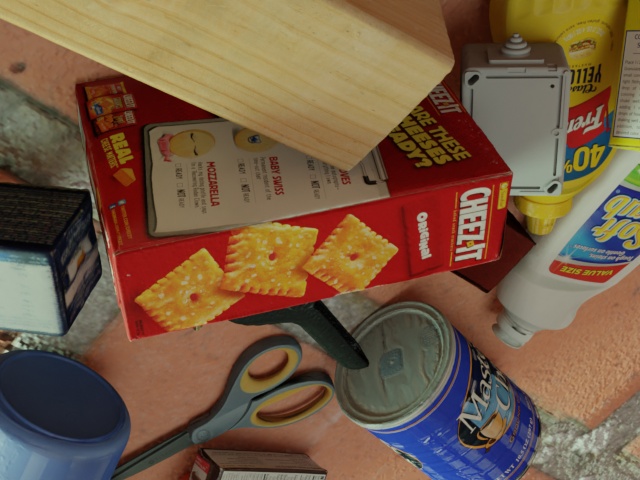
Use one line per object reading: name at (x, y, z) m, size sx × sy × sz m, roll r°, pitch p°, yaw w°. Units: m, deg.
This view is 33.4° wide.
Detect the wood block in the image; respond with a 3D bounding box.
wood block at (-0.048, -0.124, 0.505) m, size 0.205 × 0.091 × 0.090 m, roll 21°, pitch 134°, yaw -29°

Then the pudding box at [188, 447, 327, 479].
pudding box at (-0.057, 0.214, 0.844) m, size 0.113 × 0.039 × 0.090 m, roll 13°, pitch 97°, yaw -42°

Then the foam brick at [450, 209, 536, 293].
foam brick at (0.101, -0.009, 0.757) m, size 0.078 × 0.053 × 0.051 m, roll 28°, pitch 111°, yaw -35°

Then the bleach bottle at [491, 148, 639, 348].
bleach bottle at (0.216, -0.017, 0.787) m, size 0.102 × 0.068 × 0.251 m, roll 21°, pitch 117°, yaw -25°

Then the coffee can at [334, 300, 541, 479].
coffee can at (0.092, 0.125, 0.819) m, size 0.103 × 0.103 × 0.140 m, roll -40°, pitch 129°, yaw 10°

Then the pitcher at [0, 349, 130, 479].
pitcher at (-0.219, 0.200, 0.750) m, size 0.145 × 0.149 × 0.243 m, roll 31°, pitch 111°, yaw 2°

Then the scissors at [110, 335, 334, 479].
scissors at (-0.087, 0.129, 0.812) m, size 0.201 × 0.016 × 0.096 m, roll -16°, pitch 127°, yaw -9°

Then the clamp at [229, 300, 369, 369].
clamp at (-0.005, 0.018, 0.676) m, size 0.171 × 0.039 × 0.120 m, roll 21°, pitch 110°, yaw -36°

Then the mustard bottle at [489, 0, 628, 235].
mustard bottle at (0.156, -0.088, 0.709) m, size 0.096 × 0.058 × 0.192 m, roll -9°, pitch 125°, yaw -13°

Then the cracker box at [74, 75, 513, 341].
cracker box at (-0.022, -0.039, 0.615) m, size 0.213 × 0.164 × 0.072 m, roll -11°, pitch 132°, yaw -12°
